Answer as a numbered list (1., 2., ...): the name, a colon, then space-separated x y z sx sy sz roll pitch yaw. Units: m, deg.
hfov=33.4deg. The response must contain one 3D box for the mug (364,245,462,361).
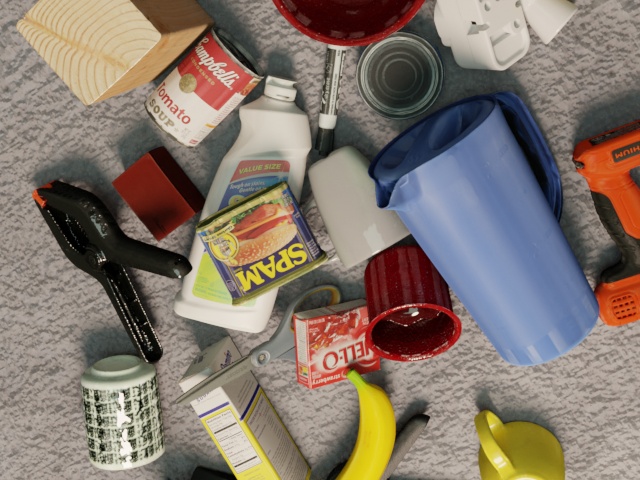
1. mug: 0.090 0.066 1.047 0.093 0.081 0.117 -19 137 16

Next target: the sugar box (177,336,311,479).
1. sugar box: -0.076 0.195 1.103 0.048 0.093 0.176 -30 98 15

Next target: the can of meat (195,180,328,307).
1. can of meat: -0.056 0.001 1.007 0.102 0.057 0.084 -27 100 2

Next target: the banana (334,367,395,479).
1. banana: 0.033 0.225 1.093 0.069 0.037 0.198 19 104 5

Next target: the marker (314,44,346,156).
1. marker: 0.010 -0.142 1.044 0.020 0.020 0.121 9 105 5

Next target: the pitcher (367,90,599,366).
1. pitcher: 0.167 -0.011 1.000 0.149 0.145 0.242 -29 108 16

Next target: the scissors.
1. scissors: -0.046 0.125 1.068 0.201 0.016 0.096 -43 117 -19

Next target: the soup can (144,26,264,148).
1. soup can: -0.113 -0.147 1.034 0.102 0.068 0.068 -43 95 15

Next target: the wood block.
1. wood block: -0.176 -0.193 0.958 0.090 0.206 0.091 -40 97 15

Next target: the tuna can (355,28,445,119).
1. tuna can: 0.076 -0.159 1.023 0.086 0.033 0.086 2 104 7

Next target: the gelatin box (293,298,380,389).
1. gelatin box: 0.018 0.103 1.076 0.089 0.030 0.073 -10 105 -31

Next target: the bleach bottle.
1. bleach bottle: -0.072 -0.040 1.059 0.102 0.068 0.251 13 103 1

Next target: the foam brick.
1. foam brick: -0.161 -0.048 1.074 0.053 0.051 0.078 -35 97 15

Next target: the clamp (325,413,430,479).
1. clamp: 0.072 0.269 1.129 0.172 0.039 0.120 -33 88 19

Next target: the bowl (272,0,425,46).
1. bowl: 0.028 -0.264 0.992 0.162 0.055 0.162 2 104 7

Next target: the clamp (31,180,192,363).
1. clamp: -0.209 0.009 1.066 0.210 0.036 0.165 48 139 11
